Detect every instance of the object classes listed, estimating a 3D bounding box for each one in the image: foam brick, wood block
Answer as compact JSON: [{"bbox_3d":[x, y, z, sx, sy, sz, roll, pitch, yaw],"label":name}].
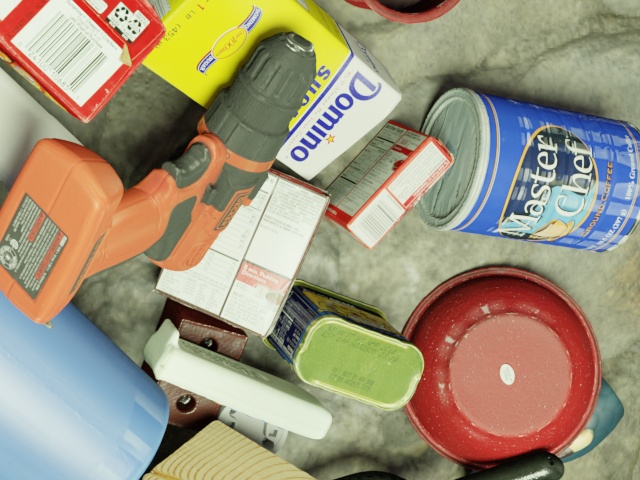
[{"bbox_3d":[-0.093,0.088,0.762,0.053,0.051,0.078,18,97,-23],"label":"foam brick"},{"bbox_3d":[-0.082,0.242,0.729,0.091,0.090,0.206,28,119,19],"label":"wood block"}]

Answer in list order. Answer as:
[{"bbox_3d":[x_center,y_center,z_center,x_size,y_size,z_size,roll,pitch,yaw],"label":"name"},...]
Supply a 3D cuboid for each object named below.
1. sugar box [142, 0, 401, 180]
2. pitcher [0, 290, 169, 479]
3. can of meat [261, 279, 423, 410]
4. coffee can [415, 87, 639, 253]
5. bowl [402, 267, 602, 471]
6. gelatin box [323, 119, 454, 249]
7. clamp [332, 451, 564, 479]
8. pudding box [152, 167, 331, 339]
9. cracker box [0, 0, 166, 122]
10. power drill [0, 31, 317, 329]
[{"bbox_3d":[-0.033,-0.115,0.688,0.093,0.048,0.176,-39,134,18],"label":"sugar box"},{"bbox_3d":[-0.212,0.059,0.638,0.145,0.149,0.242,-29,117,35],"label":"pitcher"},{"bbox_3d":[0.016,0.076,0.779,0.102,0.084,0.057,21,96,-22],"label":"can of meat"},{"bbox_3d":[0.153,-0.049,0.781,0.140,0.103,0.103,8,101,-20],"label":"coffee can"},{"bbox_3d":[0.140,0.100,0.810,0.162,0.055,0.162,0,87,0],"label":"bowl"},{"bbox_3d":[0.044,-0.041,0.764,0.089,0.073,0.030,-47,114,-3],"label":"gelatin box"},{"bbox_3d":[0.073,0.208,0.805,0.209,0.036,0.165,13,121,-15],"label":"clamp"},{"bbox_3d":[-0.055,0.001,0.746,0.090,0.039,0.113,24,94,1],"label":"pudding box"},{"bbox_3d":[-0.181,-0.154,0.582,0.072,0.214,0.164,-48,113,-4],"label":"cracker box"},{"bbox_3d":[-0.091,-0.035,0.611,0.057,0.187,0.185,43,122,14],"label":"power drill"}]
